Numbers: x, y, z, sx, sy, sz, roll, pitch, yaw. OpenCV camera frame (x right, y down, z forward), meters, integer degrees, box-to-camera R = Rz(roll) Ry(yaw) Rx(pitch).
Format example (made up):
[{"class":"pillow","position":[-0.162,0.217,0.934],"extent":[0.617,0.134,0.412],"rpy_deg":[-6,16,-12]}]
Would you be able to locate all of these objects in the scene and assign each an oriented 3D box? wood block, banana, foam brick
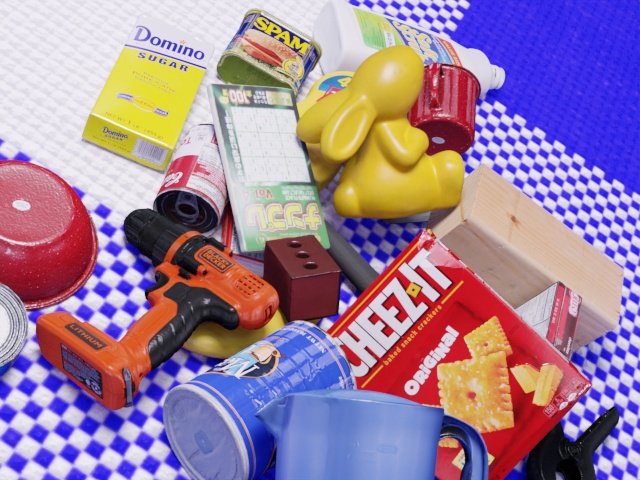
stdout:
[{"class":"wood block","position":[0.220,0.024,1.155],"extent":[0.206,0.090,0.090],"rpy_deg":[36,45,-13]},{"class":"banana","position":[-0.062,0.078,1.023],"extent":[0.197,0.037,0.070],"rpy_deg":[-7,60,-32]},{"class":"foam brick","position":[-0.018,0.035,1.019],"extent":[0.053,0.051,0.078],"rpy_deg":[-9,30,-20]}]

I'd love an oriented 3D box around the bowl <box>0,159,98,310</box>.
[{"class":"bowl","position":[-0.275,-0.019,0.970],"extent":[0.162,0.055,0.162],"rpy_deg":[14,51,-18]}]

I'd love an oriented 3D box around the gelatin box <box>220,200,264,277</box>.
[{"class":"gelatin box","position":[-0.057,0.001,1.089],"extent":[0.089,0.030,0.073],"rpy_deg":[15,52,-17]}]

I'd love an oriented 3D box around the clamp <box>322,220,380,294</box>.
[{"class":"clamp","position":[0.074,0.065,1.105],"extent":[0.164,0.036,0.210],"rpy_deg":[10,53,-23]}]

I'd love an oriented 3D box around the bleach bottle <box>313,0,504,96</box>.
[{"class":"bleach bottle","position":[0.119,-0.230,1.337],"extent":[0.250,0.068,0.102],"rpy_deg":[6,54,-27]}]

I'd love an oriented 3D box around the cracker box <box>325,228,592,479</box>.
[{"class":"cracker box","position":[0.121,0.119,1.006],"extent":[0.214,0.164,0.072],"rpy_deg":[44,5,6]}]

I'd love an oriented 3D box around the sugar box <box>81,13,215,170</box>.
[{"class":"sugar box","position":[-0.179,-0.161,1.135],"extent":[0.093,0.048,0.176],"rpy_deg":[23,50,-11]}]

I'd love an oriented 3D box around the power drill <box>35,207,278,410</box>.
[{"class":"power drill","position":[-0.159,0.054,0.958],"extent":[0.185,0.057,0.187],"rpy_deg":[31,49,27]}]

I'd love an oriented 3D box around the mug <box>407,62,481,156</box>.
[{"class":"mug","position":[0.142,-0.158,1.262],"extent":[0.093,0.117,0.081],"rpy_deg":[-1,55,11]}]

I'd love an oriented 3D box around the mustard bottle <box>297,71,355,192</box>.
[{"class":"mustard bottle","position":[0.020,-0.137,1.199],"extent":[0.096,0.058,0.191],"rpy_deg":[43,55,7]}]

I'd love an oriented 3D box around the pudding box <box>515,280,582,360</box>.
[{"class":"pudding box","position":[0.214,0.104,1.098],"extent":[0.039,0.114,0.090],"rpy_deg":[38,46,-13]}]

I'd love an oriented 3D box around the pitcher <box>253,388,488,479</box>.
[{"class":"pitcher","position":[0.032,0.240,0.835],"extent":[0.144,0.149,0.243],"rpy_deg":[15,78,-51]}]

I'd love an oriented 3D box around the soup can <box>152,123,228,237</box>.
[{"class":"soup can","position":[-0.121,-0.061,1.075],"extent":[0.068,0.069,0.102],"rpy_deg":[25,48,-10]}]

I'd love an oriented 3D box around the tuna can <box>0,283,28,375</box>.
[{"class":"tuna can","position":[-0.291,0.076,0.897],"extent":[0.086,0.034,0.086],"rpy_deg":[11,59,-19]}]

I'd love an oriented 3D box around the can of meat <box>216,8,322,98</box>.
[{"class":"can of meat","position":[-0.060,-0.206,1.225],"extent":[0.102,0.058,0.083],"rpy_deg":[29,50,-5]}]

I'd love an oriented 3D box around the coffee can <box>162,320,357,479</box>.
[{"class":"coffee can","position":[-0.052,0.144,0.934],"extent":[0.140,0.103,0.103],"rpy_deg":[-27,72,-40]}]

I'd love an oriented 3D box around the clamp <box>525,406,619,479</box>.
[{"class":"clamp","position":[0.241,0.209,1.086],"extent":[0.120,0.039,0.171],"rpy_deg":[31,48,-3]}]
